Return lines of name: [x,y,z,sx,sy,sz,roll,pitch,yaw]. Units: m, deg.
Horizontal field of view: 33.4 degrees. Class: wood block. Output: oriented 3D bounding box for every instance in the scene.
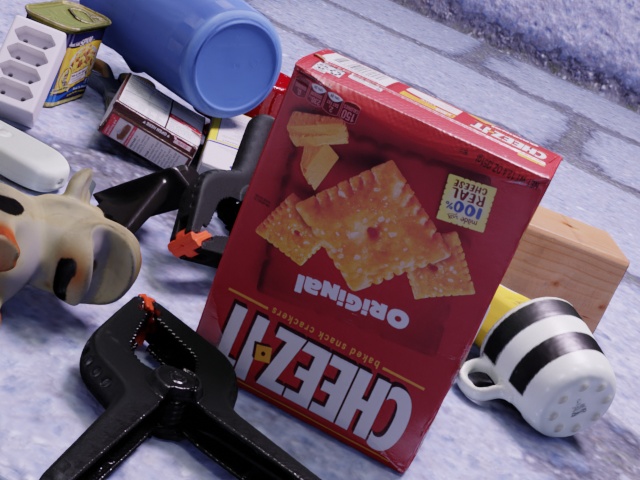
wood block: [0.172,0.008,1.015,0.206,0.090,0.091,20,19,-7]

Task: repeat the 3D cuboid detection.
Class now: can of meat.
can of meat: [-0.256,-0.183,1.041,0.057,0.084,0.102,25,20,6]

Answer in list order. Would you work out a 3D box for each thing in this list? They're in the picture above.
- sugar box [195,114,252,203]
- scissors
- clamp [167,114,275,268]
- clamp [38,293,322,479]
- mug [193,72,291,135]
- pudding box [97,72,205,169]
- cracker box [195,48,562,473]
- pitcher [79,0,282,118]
sugar box: [-0.070,-0.070,1.018,0.093,0.048,0.176,20,24,-8]
scissors: [-0.200,-0.147,1.112,0.096,0.016,0.202,10,24,-33]
clamp: [-0.051,-0.018,0.827,0.120,0.039,0.171,51,41,-8]
clamp: [-0.074,0.096,0.598,0.164,0.036,0.210,16,21,-19]
mug: [-0.080,-0.144,1.138,0.117,0.081,0.093,22,20,-3]
pudding box: [-0.158,-0.111,1.014,0.090,0.039,0.113,30,16,-13]
cracker box: [0.028,0.013,0.661,0.164,0.214,0.072,27,22,11]
pitcher: [-0.139,-0.225,1.072,0.243,0.145,0.149,41,-6,46]
